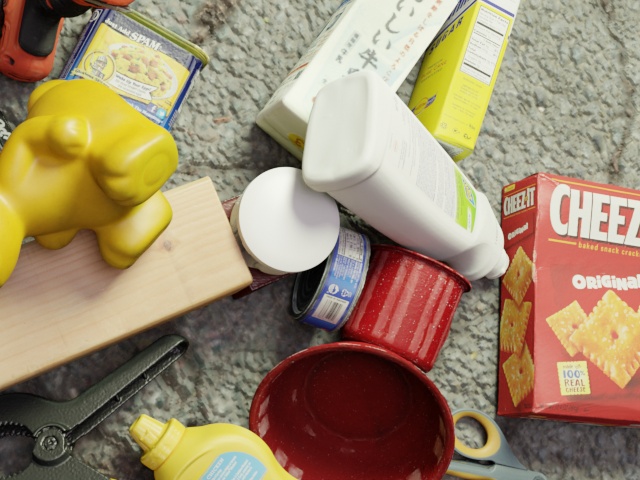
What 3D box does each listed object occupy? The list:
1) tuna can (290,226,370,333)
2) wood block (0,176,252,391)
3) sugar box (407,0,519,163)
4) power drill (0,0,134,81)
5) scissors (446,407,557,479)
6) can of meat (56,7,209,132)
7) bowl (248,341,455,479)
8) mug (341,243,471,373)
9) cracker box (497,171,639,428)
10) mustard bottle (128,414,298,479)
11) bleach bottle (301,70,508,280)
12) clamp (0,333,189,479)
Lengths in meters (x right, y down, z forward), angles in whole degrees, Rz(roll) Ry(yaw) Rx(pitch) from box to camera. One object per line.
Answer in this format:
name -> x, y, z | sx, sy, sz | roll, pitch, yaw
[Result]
tuna can -> 0.007, 0.030, 0.869 | 0.033, 0.086, 0.086 | 20, 74, -15
wood block -> -0.169, 0.035, 0.800 | 0.205, 0.090, 0.091 | -22, 88, -22
sugar box -> 0.121, -0.151, 0.940 | 0.048, 0.093, 0.176 | 21, 73, -16
power drill -> -0.183, -0.220, 0.788 | 0.057, 0.188, 0.184 | 12, 80, -31
scissors -> 0.182, 0.195, 0.944 | 0.201, 0.016, 0.096 | 1, 80, -21
can of meat -> -0.153, -0.131, 0.853 | 0.102, 0.058, 0.084 | 28, 74, -14
bowl -> 0.027, 0.138, 0.848 | 0.162, 0.055, 0.162 | 4, 116, 7
mug -> 0.074, 0.064, 0.895 | 0.117, 0.093, 0.081 | 38, 71, -50
cracker box -> 0.248, 0.058, 0.962 | 0.164, 0.072, 0.213 | 8, 77, -20
mustard bottle -> -0.068, 0.198, 0.824 | 0.191, 0.058, 0.096 | 40, 93, -10
bleach bottle -> 0.085, -0.029, 0.871 | 0.250, 0.068, 0.102 | 39, 47, -42
clamp -> -0.185, 0.160, 0.767 | 0.210, 0.036, 0.164 | -11, 59, -8
